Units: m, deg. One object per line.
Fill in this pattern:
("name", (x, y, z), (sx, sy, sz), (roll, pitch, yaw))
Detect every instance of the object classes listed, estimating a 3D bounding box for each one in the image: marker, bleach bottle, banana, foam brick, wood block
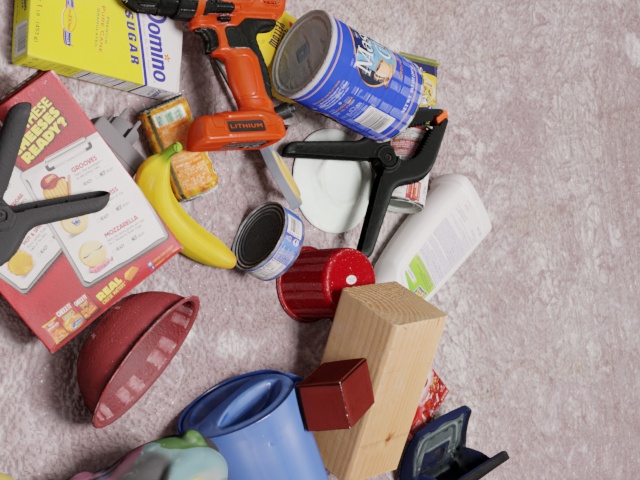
("marker", (-0.084, -0.124, 1.174), (0.121, 0.020, 0.020), (-22, 104, 2))
("bleach bottle", (0.117, 0.027, 1.354), (0.250, 0.068, 0.102), (-45, 115, -31))
("banana", (-0.149, -0.027, 1.118), (0.197, 0.070, 0.037), (68, 29, -51))
("foam brick", (0.017, 0.162, 1.124), (0.078, 0.053, 0.051), (-30, 109, -63))
("wood block", (0.057, 0.160, 1.213), (0.090, 0.090, 0.206), (-5, 119, -44))

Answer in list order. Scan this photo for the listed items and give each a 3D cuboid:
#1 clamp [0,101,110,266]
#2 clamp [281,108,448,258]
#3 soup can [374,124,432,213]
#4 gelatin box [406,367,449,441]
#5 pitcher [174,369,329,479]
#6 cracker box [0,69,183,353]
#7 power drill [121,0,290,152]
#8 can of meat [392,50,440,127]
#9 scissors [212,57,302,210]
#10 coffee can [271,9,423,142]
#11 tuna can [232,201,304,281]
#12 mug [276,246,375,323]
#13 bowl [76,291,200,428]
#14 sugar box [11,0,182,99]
("clamp", (-0.283, -0.037, 0.933), (0.171, 0.039, 0.120), (-35, 109, -14))
("clamp", (0.066, -0.102, 1.283), (0.209, 0.036, 0.164), (-44, 99, -16))
("soup can", (0.105, -0.092, 1.348), (0.068, 0.069, 0.102), (18, 75, -38))
("gelatin box", (0.117, 0.199, 1.360), (0.073, 0.030, 0.089), (53, 56, -24))
("pitcher", (-0.059, 0.276, 1.151), (0.243, 0.149, 0.144), (69, 27, -17))
("cracker box", (-0.259, -0.028, 1.008), (0.164, 0.072, 0.213), (-40, 113, -14))
("power drill", (-0.111, -0.188, 1.108), (0.184, 0.057, 0.187), (-5, 85, -29))
("can of meat", (0.104, -0.191, 1.363), (0.101, 0.058, 0.084), (4, 85, -40))
("scissors", (-0.070, -0.122, 1.227), (0.202, 0.016, 0.096), (62, 5, 11))
("coffee can", (0.031, -0.182, 1.194), (0.140, 0.103, 0.103), (22, 73, -36))
("tuna can", (-0.058, 0.001, 1.191), (0.033, 0.086, 0.086), (33, 66, -35))
("mug", (0.015, 0.060, 1.250), (0.093, 0.082, 0.117), (-41, 112, -35))
("bowl", (-0.190, 0.105, 1.055), (0.055, 0.162, 0.162), (36, 58, 9))
("sugar box", (-0.224, -0.209, 1.092), (0.175, 0.048, 0.093), (8, 81, -38))
